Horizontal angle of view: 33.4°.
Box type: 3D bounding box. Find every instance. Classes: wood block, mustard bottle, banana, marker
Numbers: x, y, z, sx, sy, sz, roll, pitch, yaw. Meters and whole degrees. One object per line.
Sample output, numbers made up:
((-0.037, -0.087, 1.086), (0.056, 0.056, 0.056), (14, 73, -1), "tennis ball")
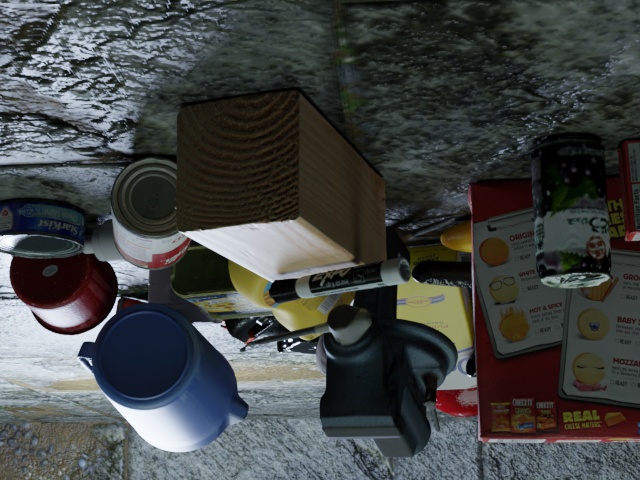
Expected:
((-0.022, -0.028, 0.788), (0.090, 0.091, 0.206), (-6, 165, 18), "wood block")
((-0.031, 0.019, 0.960), (0.058, 0.096, 0.191), (36, 176, 33), "mustard bottle")
((0.211, -0.006, 0.985), (0.198, 0.037, 0.069), (-1, 165, 4), "banana")
((0.011, 0.031, 0.794), (0.121, 0.020, 0.020), (-12, 162, 34), "marker")

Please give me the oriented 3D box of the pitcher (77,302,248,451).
((-0.177, 0.144, 1.147), (0.149, 0.145, 0.243), (-26, 163, -6), "pitcher")

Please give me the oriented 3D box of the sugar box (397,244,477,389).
((0.115, 0.086, 1.137), (0.093, 0.048, 0.176), (-5, 125, 18), "sugar box")

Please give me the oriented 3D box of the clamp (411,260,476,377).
((0.202, 0.040, 1.060), (0.210, 0.036, 0.164), (-31, 126, 14), "clamp")

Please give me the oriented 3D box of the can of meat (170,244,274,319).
((-0.085, 0.038, 1.044), (0.102, 0.057, 0.083), (-6, 161, 22), "can of meat")

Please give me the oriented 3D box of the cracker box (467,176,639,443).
((0.209, 0.059, 0.888), (0.164, 0.213, 0.072), (-2, 167, 6), "cracker box")

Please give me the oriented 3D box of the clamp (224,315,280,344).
((-0.051, 0.068, 1.181), (0.120, 0.039, 0.172), (-12, 163, -19), "clamp")

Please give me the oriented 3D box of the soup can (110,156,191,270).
((-0.134, -0.021, 0.858), (0.068, 0.068, 0.102), (2, 165, -9), "soup can")

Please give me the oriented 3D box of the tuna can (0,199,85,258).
((-0.256, -0.010, 0.963), (0.086, 0.034, 0.086), (0, 165, 0), "tuna can")

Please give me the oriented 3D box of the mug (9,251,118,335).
((-0.263, 0.032, 1.046), (0.117, 0.093, 0.081), (34, 166, 14), "mug")

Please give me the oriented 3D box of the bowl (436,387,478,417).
((0.188, 0.167, 1.273), (0.162, 0.055, 0.162), (-18, -172, 2), "bowl")
